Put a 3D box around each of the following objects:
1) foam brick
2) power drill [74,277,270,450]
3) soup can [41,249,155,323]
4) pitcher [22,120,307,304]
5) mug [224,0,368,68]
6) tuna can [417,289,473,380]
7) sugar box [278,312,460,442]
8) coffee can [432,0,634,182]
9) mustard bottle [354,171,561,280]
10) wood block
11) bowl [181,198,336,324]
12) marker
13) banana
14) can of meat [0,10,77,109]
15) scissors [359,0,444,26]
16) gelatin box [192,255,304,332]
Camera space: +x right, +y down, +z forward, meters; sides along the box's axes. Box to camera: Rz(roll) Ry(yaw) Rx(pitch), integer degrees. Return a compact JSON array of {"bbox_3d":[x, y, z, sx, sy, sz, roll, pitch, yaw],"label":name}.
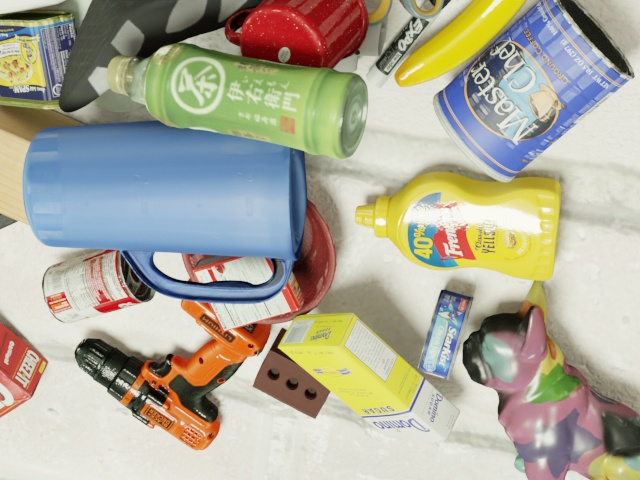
[{"bbox_3d":[-0.024,0.140,1.128,0.078,0.051,0.053,27,117,2],"label":"foam brick"},{"bbox_3d":[-0.156,0.122,1.154,0.184,0.057,0.188,35,120,-7],"label":"power drill"},{"bbox_3d":[-0.234,0.045,1.131,0.102,0.068,0.068,-16,109,21],"label":"soup can"},{"bbox_3d":[-0.133,-0.038,0.954,0.243,0.149,0.145,-1,143,6],"label":"pitcher"},{"bbox_3d":[-0.028,-0.179,0.911,0.117,0.081,0.093,12,129,21],"label":"mug"},{"bbox_3d":[0.123,0.092,1.049,0.034,0.086,0.086,16,117,8],"label":"tuna can"},{"bbox_3d":[0.050,0.139,1.063,0.094,0.048,0.176,-7,135,50],"label":"sugar box"},{"bbox_3d":[0.182,-0.133,0.922,0.103,0.102,0.140,44,117,-8],"label":"coffee can"},{"bbox_3d":[0.128,-0.017,1.014,0.192,0.058,0.096,5,120,13],"label":"mustard bottle"},{"bbox_3d":[-0.318,-0.089,1.079,0.206,0.090,0.090,23,117,3],"label":"wood block"},{"bbox_3d":[-0.057,0.001,1.072,0.162,0.055,0.162,6,115,12],"label":"bowl"},{"bbox_3d":[0.084,-0.189,0.969,0.020,0.020,0.121,38,117,-5],"label":"marker"},{"bbox_3d":[0.140,-0.206,0.926,0.069,0.037,0.198,14,128,-31],"label":"banana"},{"bbox_3d":[-0.276,-0.177,1.036,0.102,0.057,0.084,10,116,36],"label":"can of meat"},{"bbox_3d":[0.036,-0.274,0.921,0.096,0.016,0.202,-31,98,2],"label":"scissors"},{"bbox_3d":[-0.071,0.043,1.046,0.089,0.030,0.073,-17,110,22],"label":"gelatin box"}]
